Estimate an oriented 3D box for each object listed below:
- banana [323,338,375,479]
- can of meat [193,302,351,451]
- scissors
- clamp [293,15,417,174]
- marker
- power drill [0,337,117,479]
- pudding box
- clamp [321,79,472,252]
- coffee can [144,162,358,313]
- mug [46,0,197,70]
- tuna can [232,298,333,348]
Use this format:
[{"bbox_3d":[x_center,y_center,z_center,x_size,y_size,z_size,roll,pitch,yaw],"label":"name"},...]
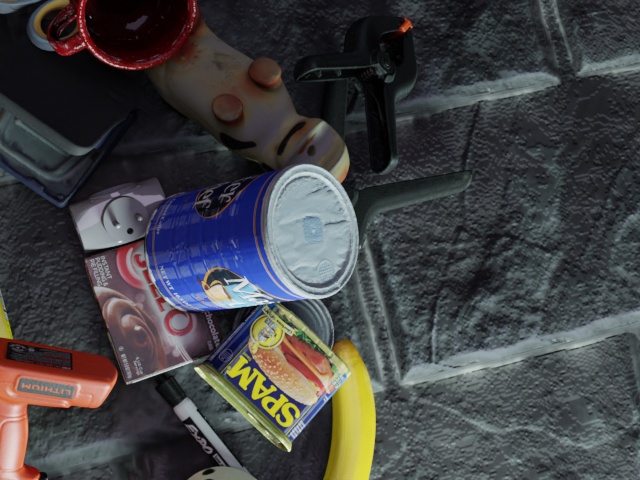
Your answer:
[{"bbox_3d":[0.015,0.187,0.921,0.069,0.037,0.198,28,73,-37],"label":"banana"},{"bbox_3d":[-0.038,0.108,0.879,0.102,0.057,0.084,44,75,-6],"label":"can of meat"},{"bbox_3d":[-0.183,-0.218,0.905,0.201,0.016,0.096,-23,74,-27],"label":"scissors"},{"bbox_3d":[0.037,-0.149,0.922,0.120,0.039,0.171,46,40,-29],"label":"clamp"},{"bbox_3d":[-0.101,0.164,0.914,0.020,0.020,0.121,-38,93,-14],"label":"marker"},{"bbox_3d":[-0.219,0.179,0.839,0.184,0.057,0.188,13,102,-19],"label":"power drill"},{"bbox_3d":[-0.141,0.055,0.905,0.090,0.039,0.113,-18,89,-15],"label":"pudding box"},{"bbox_3d":[0.011,-0.050,0.951,0.210,0.036,0.164,-41,88,-13],"label":"clamp"},{"bbox_3d":[-0.056,0.001,0.842,0.102,0.141,0.103,12,74,-46],"label":"coffee can"},{"bbox_3d":[-0.163,-0.186,0.835,0.117,0.082,0.093,-36,132,0],"label":"mug"},{"bbox_3d":[-0.034,0.082,0.929,0.086,0.034,0.086,1,84,-13],"label":"tuna can"}]
